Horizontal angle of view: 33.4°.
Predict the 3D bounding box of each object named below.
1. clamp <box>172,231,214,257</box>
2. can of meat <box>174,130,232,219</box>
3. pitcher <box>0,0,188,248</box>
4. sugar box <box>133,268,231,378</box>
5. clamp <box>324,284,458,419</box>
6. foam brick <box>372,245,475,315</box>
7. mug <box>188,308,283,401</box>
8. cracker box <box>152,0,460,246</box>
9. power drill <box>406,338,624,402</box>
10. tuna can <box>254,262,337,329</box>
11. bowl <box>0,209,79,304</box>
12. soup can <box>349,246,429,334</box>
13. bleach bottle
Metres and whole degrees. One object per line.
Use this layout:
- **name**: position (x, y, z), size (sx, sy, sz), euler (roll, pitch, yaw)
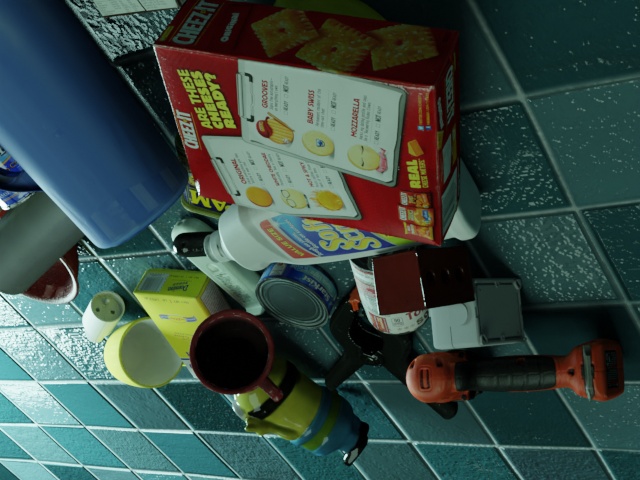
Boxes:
- **clamp**: position (-0.057, 0.001, 1.056), size (0.172, 0.120, 0.039), euler (-6, 93, 33)
- **can of meat**: position (-0.086, -0.067, 1.015), size (0.102, 0.057, 0.084), euler (16, 141, 15)
- **pitcher**: position (-0.238, -0.108, 0.948), size (0.242, 0.144, 0.149), euler (52, 147, -16)
- **sugar box**: position (-0.144, 0.106, 1.284), size (0.093, 0.048, 0.176), euler (3, 138, 29)
- **clamp**: position (0.071, 0.124, 1.174), size (0.165, 0.036, 0.210), euler (14, 143, 19)
- **foam brick**: position (0.091, 0.035, 0.941), size (0.051, 0.078, 0.053), euler (-11, 86, 41)
- **mug**: position (-0.086, 0.136, 1.189), size (0.117, 0.093, 0.081), euler (39, 172, 9)
- **cracker box**: position (-0.002, -0.092, 0.811), size (0.214, 0.072, 0.164), euler (12, 142, 19)
- **power drill**: position (0.195, 0.130, 1.041), size (0.188, 0.057, 0.184), euler (-8, 174, 24)
- **tuna can**: position (-0.025, 0.057, 1.153), size (0.086, 0.033, 0.086), euler (18, 144, 13)
- **bowl**: position (-0.349, 0.005, 1.278), size (0.162, 0.055, 0.162), euler (18, 144, 13)
- **soup can**: position (0.069, 0.036, 1.036), size (0.069, 0.068, 0.102), euler (9, 142, 24)
- **bleach bottle**: position (0.009, -0.019, 0.954), size (0.251, 0.068, 0.102), euler (-17, 127, 27)
